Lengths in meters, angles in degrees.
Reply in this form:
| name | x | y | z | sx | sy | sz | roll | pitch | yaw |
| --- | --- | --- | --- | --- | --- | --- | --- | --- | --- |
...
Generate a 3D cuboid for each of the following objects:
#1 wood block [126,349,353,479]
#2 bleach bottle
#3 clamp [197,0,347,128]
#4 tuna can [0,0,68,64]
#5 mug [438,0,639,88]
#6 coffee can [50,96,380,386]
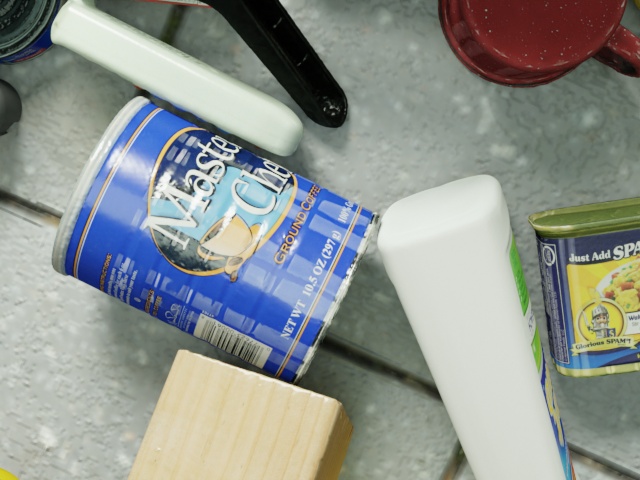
| name | x | y | z | sx | sy | sz | roll | pitch | yaw |
| --- | --- | --- | --- | --- | --- | --- | --- | --- | --- |
| wood block | -0.060 | 0.173 | 0.545 | 0.090 | 0.091 | 0.206 | 16 | 73 | 12 |
| bleach bottle | 0.102 | 0.097 | 0.575 | 0.068 | 0.102 | 0.251 | -17 | 102 | 13 |
| clamp | -0.043 | -0.147 | 0.509 | 0.210 | 0.165 | 0.036 | 30 | 55 | -12 |
| tuna can | -0.179 | -0.140 | 0.585 | 0.086 | 0.033 | 0.086 | 1 | 98 | 4 |
| mug | 0.118 | -0.118 | 0.544 | 0.117 | 0.081 | 0.093 | 35 | 98 | -1 |
| coffee can | -0.054 | 0.001 | 0.560 | 0.140 | 0.103 | 0.103 | 26 | 98 | 0 |
